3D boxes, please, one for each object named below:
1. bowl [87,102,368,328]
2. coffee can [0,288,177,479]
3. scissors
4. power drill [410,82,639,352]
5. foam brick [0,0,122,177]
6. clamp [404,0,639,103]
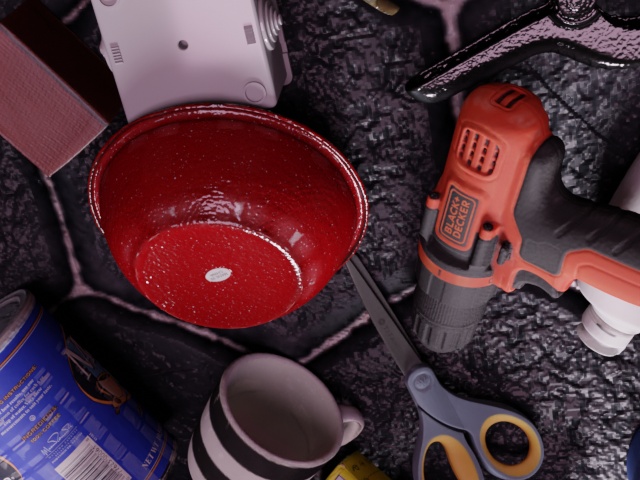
[{"bbox_3d":[-0.054,0.001,0.595,0.162,0.055,0.162,2,138,2],"label":"bowl"},{"bbox_3d":[-0.174,0.115,0.675,0.103,0.102,0.140,-33,111,22],"label":"coffee can"},{"bbox_3d":[0.083,0.088,0.674,0.096,0.016,0.202,-17,103,-8],"label":"scissors"},{"bbox_3d":[0.135,0.029,0.566,0.188,0.057,0.184,31,138,23],"label":"power drill"},{"bbox_3d":[-0.154,-0.085,0.590,0.051,0.053,0.078,-39,107,24],"label":"foam brick"},{"bbox_3d":[0.121,-0.135,0.536,0.171,0.039,0.120,-7,124,7],"label":"clamp"}]
